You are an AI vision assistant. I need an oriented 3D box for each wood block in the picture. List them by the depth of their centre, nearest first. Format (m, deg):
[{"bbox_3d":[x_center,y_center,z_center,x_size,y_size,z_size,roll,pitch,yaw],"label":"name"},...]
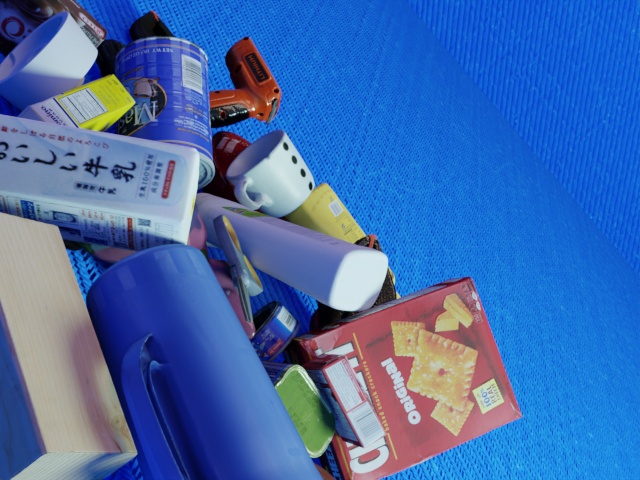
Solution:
[{"bbox_3d":[-0.228,0.088,0.798,0.090,0.090,0.206,17,41,-55],"label":"wood block"}]

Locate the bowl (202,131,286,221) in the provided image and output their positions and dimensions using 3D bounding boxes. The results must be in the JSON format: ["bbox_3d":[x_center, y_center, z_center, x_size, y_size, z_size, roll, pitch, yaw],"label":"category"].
[{"bbox_3d":[-0.095,-0.056,1.322,0.162,0.055,0.162,42,24,-24],"label":"bowl"}]

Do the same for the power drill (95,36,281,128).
[{"bbox_3d":[-0.156,-0.181,1.267,0.187,0.057,0.184,-22,71,-23],"label":"power drill"}]

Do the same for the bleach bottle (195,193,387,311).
[{"bbox_3d":[-0.058,0.001,1.152,0.251,0.068,0.102,22,7,31],"label":"bleach bottle"}]

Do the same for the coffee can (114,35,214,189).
[{"bbox_3d":[-0.169,-0.132,1.147,0.102,0.103,0.140,24,53,-50],"label":"coffee can"}]

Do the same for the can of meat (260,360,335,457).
[{"bbox_3d":[-0.043,0.158,1.018,0.057,0.084,0.102,-54,127,-31],"label":"can of meat"}]

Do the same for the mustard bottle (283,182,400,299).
[{"bbox_3d":[0.037,0.022,1.307,0.191,0.058,0.096,52,23,0],"label":"mustard bottle"}]

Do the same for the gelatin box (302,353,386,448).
[{"bbox_3d":[0.023,0.152,1.029,0.089,0.030,0.073,62,-16,-2],"label":"gelatin box"}]

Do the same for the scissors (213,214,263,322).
[{"bbox_3d":[-0.069,0.046,1.020,0.096,0.016,0.202,61,3,-37],"label":"scissors"}]

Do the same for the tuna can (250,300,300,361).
[{"bbox_3d":[-0.063,0.102,1.104,0.033,0.086,0.086,47,23,-10],"label":"tuna can"}]

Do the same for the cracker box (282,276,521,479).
[{"bbox_3d":[0.087,0.148,1.128,0.072,0.213,0.164,-20,-91,70],"label":"cracker box"}]

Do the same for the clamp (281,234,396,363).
[{"bbox_3d":[0.042,0.099,1.177,0.164,0.036,0.210,24,72,-17],"label":"clamp"}]

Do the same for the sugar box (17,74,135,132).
[{"bbox_3d":[-0.255,-0.105,1.033,0.048,0.093,0.176,49,23,-8],"label":"sugar box"}]

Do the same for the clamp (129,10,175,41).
[{"bbox_3d":[-0.204,-0.239,1.406,0.120,0.039,0.171,38,26,-35],"label":"clamp"}]

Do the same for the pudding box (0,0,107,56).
[{"bbox_3d":[-0.298,-0.226,1.134,0.113,0.090,0.039,43,21,-19],"label":"pudding box"}]

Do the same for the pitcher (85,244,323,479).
[{"bbox_3d":[-0.102,0.125,0.846,0.144,0.149,0.243,-14,65,-29],"label":"pitcher"}]
